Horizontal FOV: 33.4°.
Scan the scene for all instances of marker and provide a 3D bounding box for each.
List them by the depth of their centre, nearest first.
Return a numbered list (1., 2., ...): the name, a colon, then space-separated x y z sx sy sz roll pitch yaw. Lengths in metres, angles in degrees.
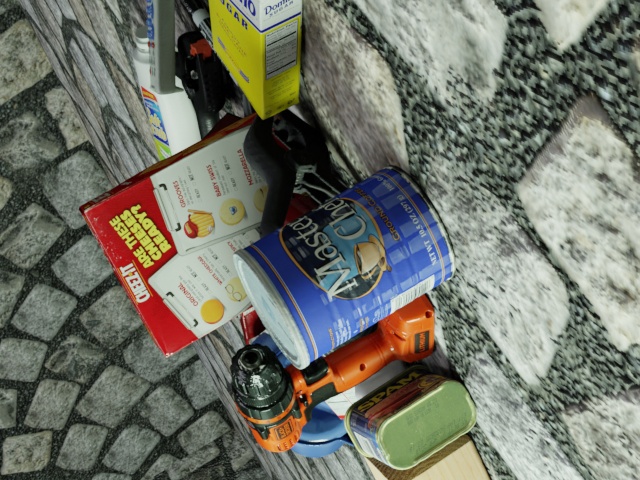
1. marker: -0.107 -0.206 1.078 0.121 0.020 0.020 56 167 18

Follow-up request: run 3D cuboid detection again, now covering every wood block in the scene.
1. wood block: 0.137 0.291 1.083 0.206 0.090 0.091 64 167 -18

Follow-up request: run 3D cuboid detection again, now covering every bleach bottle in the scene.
1. bleach bottle: -0.200 -0.177 1.408 0.103 0.068 0.251 49 161 40

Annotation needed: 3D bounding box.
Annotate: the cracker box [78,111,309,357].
1. cracker box: -0.104 -0.012 1.052 0.164 0.213 0.072 63 166 -12

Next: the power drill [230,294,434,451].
1. power drill: 0.009 0.102 0.935 0.057 0.187 0.184 56 168 25

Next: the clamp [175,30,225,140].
1. clamp: -0.134 -0.167 1.211 0.164 0.036 0.210 68 165 4

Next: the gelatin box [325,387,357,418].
1. gelatin box: 0.028 0.153 1.157 0.073 0.030 0.089 -15 123 45

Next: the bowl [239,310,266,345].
1. bowl: -0.090 0.056 1.425 0.162 0.055 0.162 168 90 -83

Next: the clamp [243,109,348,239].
1. clamp: -0.027 -0.055 0.917 0.171 0.120 0.039 55 131 30

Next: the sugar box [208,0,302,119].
1. sugar box: -0.055 -0.183 0.871 0.093 0.048 0.176 55 168 20

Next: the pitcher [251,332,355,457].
1. pitcher: -0.015 0.212 1.413 0.243 0.145 0.149 91 178 -72

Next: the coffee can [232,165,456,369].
1. coffee can: 0.018 0.020 0.823 0.103 0.140 0.103 55 167 20

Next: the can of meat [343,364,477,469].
1. can of meat: 0.083 0.163 0.983 0.057 0.102 0.084 62 165 -9
